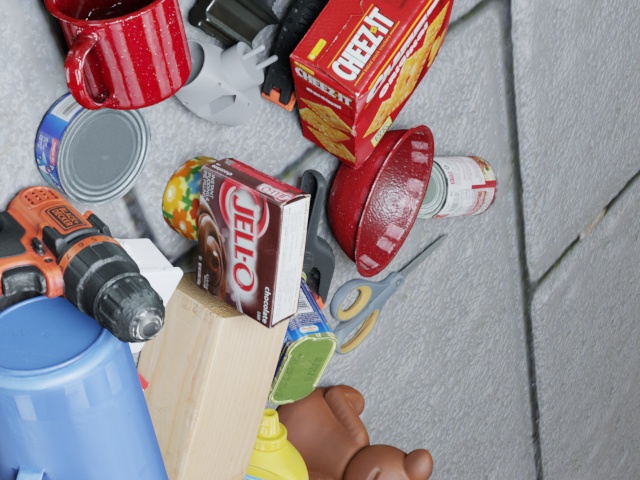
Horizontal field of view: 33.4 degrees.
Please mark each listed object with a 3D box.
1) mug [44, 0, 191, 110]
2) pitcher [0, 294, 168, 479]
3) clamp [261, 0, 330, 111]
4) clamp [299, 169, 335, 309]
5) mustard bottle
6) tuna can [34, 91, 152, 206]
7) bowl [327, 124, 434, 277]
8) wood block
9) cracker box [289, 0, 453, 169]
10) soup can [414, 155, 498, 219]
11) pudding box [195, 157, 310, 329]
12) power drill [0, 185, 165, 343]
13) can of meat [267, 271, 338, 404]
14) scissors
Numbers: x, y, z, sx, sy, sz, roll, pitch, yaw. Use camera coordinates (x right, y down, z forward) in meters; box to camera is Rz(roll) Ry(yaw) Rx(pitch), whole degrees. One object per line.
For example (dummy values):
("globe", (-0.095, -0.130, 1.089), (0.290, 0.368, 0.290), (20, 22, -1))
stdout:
("mug", (-0.140, -0.138, 0.741), (0.081, 0.093, 0.117), (81, 25, -46))
("pitcher", (-0.182, 0.169, 0.784), (0.144, 0.149, 0.243), (-21, 126, -23))
("clamp", (0.014, -0.211, 0.921), (0.210, 0.036, 0.164), (-64, 165, 16))
("clamp", (-0.021, 0.008, 1.028), (0.120, 0.039, 0.171), (-39, 146, -1))
("mustard bottle", (-0.062, 0.257, 1.097), (0.058, 0.096, 0.192), (-49, 149, -60))
("tuna can", (-0.170, -0.071, 0.801), (0.086, 0.034, 0.086), (-30, 133, -37))
("bowl", (0.053, -0.047, 1.059), (0.161, 0.055, 0.162), (-50, 153, -38))
("wood block", (-0.110, 0.140, 0.966), (0.090, 0.090, 0.206), (-5, 117, -50))
("cracker box", (0.050, -0.166, 0.908), (0.164, 0.072, 0.214), (-56, 173, -8))
("soup can", (0.139, -0.058, 1.165), (0.102, 0.069, 0.068), (-6, 117, -49))
("pudding box", (-0.056, 0.001, 0.850), (0.039, 0.090, 0.113), (-23, 129, -42))
("power drill", (-0.216, 0.033, 0.701), (0.187, 0.185, 0.057), (-16, 124, -34))
("can of meat", (-0.033, 0.092, 1.006), (0.057, 0.084, 0.102), (-5, 137, -30))
("scissors", (0.074, 0.040, 1.193), (0.201, 0.016, 0.096), (-50, 143, -17))
